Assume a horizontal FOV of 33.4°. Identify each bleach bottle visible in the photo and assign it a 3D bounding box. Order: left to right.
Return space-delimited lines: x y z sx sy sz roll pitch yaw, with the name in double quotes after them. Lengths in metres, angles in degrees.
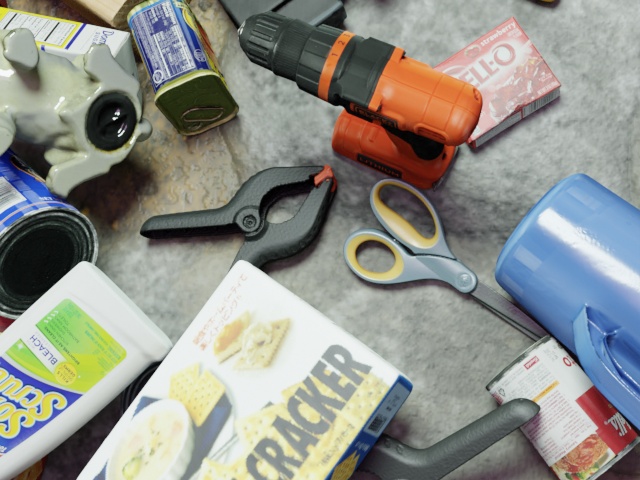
-0.236 0.136 0.816 0.102 0.068 0.251 44 85 2 "bleach bottle"

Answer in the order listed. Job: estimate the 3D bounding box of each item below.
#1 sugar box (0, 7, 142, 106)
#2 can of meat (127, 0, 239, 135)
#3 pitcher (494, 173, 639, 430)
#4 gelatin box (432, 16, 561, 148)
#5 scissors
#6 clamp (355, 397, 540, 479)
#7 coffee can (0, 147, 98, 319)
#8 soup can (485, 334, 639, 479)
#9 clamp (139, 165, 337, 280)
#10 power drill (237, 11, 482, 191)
-0.245 -0.150 0.927 0.176 0.093 0.048 12 51 10 "sugar box"
-0.116 -0.148 0.902 0.057 0.102 0.084 -24 73 4 "can of meat"
0.244 0.065 0.775 0.243 0.149 0.145 40 87 18 "pitcher"
0.143 -0.131 0.888 0.089 0.030 0.073 -32 75 2 "gelatin box"
0.098 0.039 0.868 0.096 0.016 0.202 -40 83 13 "scissors"
0.072 0.185 0.812 0.210 0.036 0.164 8 101 21 "clamp"
-0.263 -0.015 0.876 0.140 0.102 0.103 37 86 36 "coffee can"
0.182 0.131 0.808 0.068 0.068 0.102 -39 74 0 "soup can"
-0.056 0.001 0.892 0.171 0.039 0.120 -27 77 4 "clamp"
0.035 -0.104 0.821 0.184 0.187 0.057 25 85 12 "power drill"
